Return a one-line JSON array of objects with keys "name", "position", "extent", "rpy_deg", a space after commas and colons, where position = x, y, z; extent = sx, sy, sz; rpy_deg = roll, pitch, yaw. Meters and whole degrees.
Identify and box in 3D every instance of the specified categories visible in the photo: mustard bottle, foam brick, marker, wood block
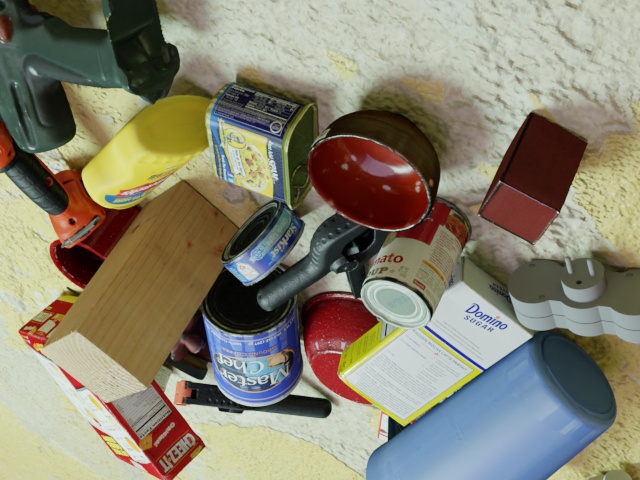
[{"name": "mustard bottle", "position": [-0.175, -0.074, 1.021], "extent": [0.192, 0.096, 0.058], "rpy_deg": [-29, 87, 52]}, {"name": "foam brick", "position": [0.163, -0.048, 0.824], "extent": [0.051, 0.078, 0.053], "rpy_deg": [27, 148, 3]}, {"name": "marker", "position": [0.027, -0.032, 0.993], "extent": [0.020, 0.020, 0.121], "rpy_deg": [30, 145, 0]}, {"name": "wood block", "position": [-0.177, 0.050, 1.080], "extent": [0.090, 0.205, 0.091], "rpy_deg": [42, 144, -18]}]

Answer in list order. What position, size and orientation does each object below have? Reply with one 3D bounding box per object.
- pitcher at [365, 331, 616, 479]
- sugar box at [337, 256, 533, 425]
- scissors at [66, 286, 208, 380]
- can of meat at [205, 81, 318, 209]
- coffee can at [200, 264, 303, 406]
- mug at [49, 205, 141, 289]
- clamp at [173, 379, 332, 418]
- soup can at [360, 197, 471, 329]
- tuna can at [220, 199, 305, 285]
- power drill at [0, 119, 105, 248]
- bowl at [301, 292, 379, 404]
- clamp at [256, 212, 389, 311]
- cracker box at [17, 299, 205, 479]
[{"name": "pitcher", "position": [0.162, 0.189, 1.042], "extent": [0.149, 0.144, 0.243], "rpy_deg": [43, 121, -1]}, {"name": "sugar box", "position": [0.107, 0.098, 1.014], "extent": [0.093, 0.048, 0.176], "rpy_deg": [38, 122, -18]}, {"name": "scissors", "position": [-0.217, 0.111, 1.324], "extent": [0.202, 0.016, 0.096], "rpy_deg": [33, -172, 15]}, {"name": "can of meat", "position": [-0.051, -0.086, 0.950], "extent": [0.084, 0.057, 0.102], "rpy_deg": [20, 144, 18]}, {"name": "coffee can", "position": [-0.073, 0.101, 1.160], "extent": [0.103, 0.102, 0.140], "rpy_deg": [18, 144, 17]}, {"name": "mug", "position": [-0.242, 0.008, 1.183], "extent": [0.093, 0.081, 0.117], "rpy_deg": [35, 145, -8]}, {"name": "clamp", "position": [-0.110, 0.188, 1.281], "extent": [0.165, 0.036, 0.209], "rpy_deg": [0, 170, 40]}, {"name": "soup can", "position": [0.085, 0.020, 0.944], "extent": [0.068, 0.102, 0.068], "rpy_deg": [20, 145, 15]}, {"name": "tuna can", "position": [-0.057, 0.001, 1.038], "extent": [0.033, 0.086, 0.086], "rpy_deg": [44, 143, -17]}, {"name": "power drill", "position": [-0.307, -0.089, 1.083], "extent": [0.187, 0.057, 0.184], "rpy_deg": [48, -175, -42]}, {"name": "bowl", "position": [0.042, 0.129, 1.155], "extent": [0.162, 0.055, 0.162], "rpy_deg": [20, 144, 15]}, {"name": "clamp", "position": [0.009, 0.016, 1.006], "extent": [0.039, 0.120, 0.172], "rpy_deg": [60, 151, 26]}, {"name": "cracker box", "position": [-0.246, 0.173, 1.255], "extent": [0.213, 0.072, 0.164], "rpy_deg": [56, 155, -19]}]
